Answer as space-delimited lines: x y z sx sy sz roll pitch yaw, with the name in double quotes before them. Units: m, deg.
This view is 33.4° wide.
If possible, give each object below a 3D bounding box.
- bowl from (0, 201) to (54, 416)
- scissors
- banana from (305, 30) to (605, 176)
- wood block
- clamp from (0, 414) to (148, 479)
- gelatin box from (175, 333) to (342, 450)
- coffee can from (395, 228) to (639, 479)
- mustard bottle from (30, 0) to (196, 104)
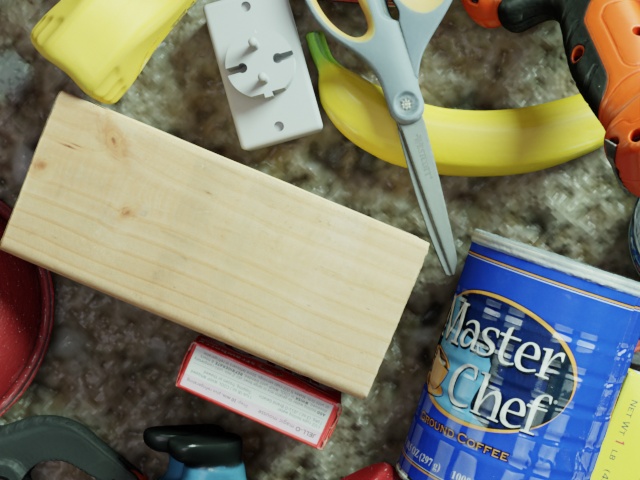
"bowl" -0.233 0.036 0.593 0.162 0.055 0.162 1 79 -5
"scissors" 0.060 -0.090 0.579 0.096 0.016 0.202 -31 93 2
"banana" 0.083 -0.070 0.607 0.198 0.037 0.069 11 96 1
"wood block" -0.054 0.001 0.588 0.206 0.091 0.090 22 94 0
"clamp" -0.191 0.150 0.626 0.171 0.039 0.120 13 95 1
"gelatin box" -0.032 0.080 0.600 0.089 0.073 0.030 23 94 0
"coffee can" 0.111 0.075 0.582 0.103 0.103 0.140 18 94 0
"mustard bottle" -0.072 -0.161 0.571 0.058 0.096 0.191 41 92 -11
